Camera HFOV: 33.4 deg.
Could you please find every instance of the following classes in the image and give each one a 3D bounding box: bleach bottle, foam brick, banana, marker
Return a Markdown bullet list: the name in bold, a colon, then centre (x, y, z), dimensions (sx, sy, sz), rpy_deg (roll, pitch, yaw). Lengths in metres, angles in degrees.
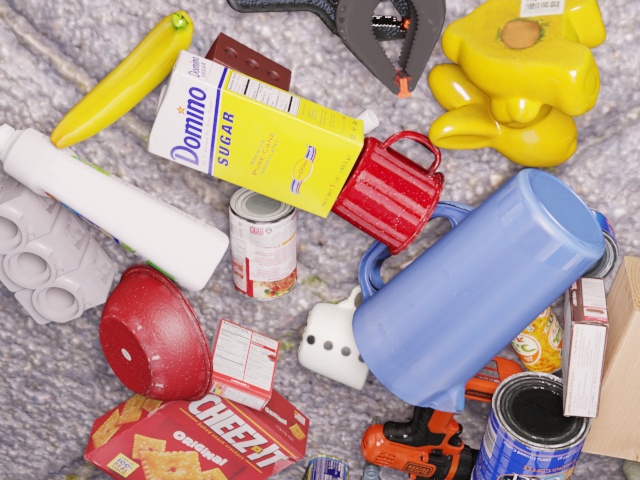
- **bleach bottle**: centre (-0.214, -0.040, 1.053), dimensions (0.250, 0.103, 0.068), rpy_deg (31, 86, -10)
- **foam brick**: centre (-0.073, -0.143, 0.974), dimensions (0.078, 0.053, 0.051), rpy_deg (27, 126, -16)
- **banana**: centre (-0.173, -0.151, 0.971), dimensions (0.198, 0.069, 0.037), rpy_deg (-39, 80, 32)
- **marker**: centre (0.005, -0.086, 1.031), dimensions (0.121, 0.020, 0.020), rpy_deg (-33, 118, 27)

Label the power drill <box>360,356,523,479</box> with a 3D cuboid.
- **power drill**: centre (0.160, 0.210, 1.221), dimensions (0.184, 0.057, 0.188), rpy_deg (15, 127, -16)

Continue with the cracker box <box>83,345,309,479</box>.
- **cracker box**: centre (-0.146, 0.236, 1.265), dimensions (0.214, 0.072, 0.164), rpy_deg (-33, 119, 26)

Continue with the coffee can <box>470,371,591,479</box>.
- **coffee can**: centre (0.221, 0.223, 1.134), dimensions (0.103, 0.102, 0.140), rpy_deg (6, 132, 1)

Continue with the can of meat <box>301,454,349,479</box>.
- **can of meat**: centre (0.000, 0.326, 1.313), dimensions (0.057, 0.084, 0.102), rpy_deg (15, 128, -6)

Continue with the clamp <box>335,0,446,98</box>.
- **clamp**: centre (0.044, -0.217, 0.875), dimensions (0.164, 0.036, 0.210), rpy_deg (-7, 119, -9)

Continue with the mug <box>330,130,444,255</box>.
- **mug**: centre (0.065, -0.054, 1.008), dimensions (0.081, 0.093, 0.117), rpy_deg (31, 120, -12)

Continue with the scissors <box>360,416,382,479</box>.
- **scissors**: centre (0.080, 0.294, 1.323), dimensions (0.096, 0.016, 0.202), rpy_deg (15, 128, -8)

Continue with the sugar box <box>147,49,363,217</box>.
- **sugar box**: centre (-0.058, -0.092, 0.949), dimensions (0.176, 0.048, 0.093), rpy_deg (18, 128, -10)

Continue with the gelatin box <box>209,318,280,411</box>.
- **gelatin box**: centre (-0.087, 0.136, 1.170), dimensions (0.073, 0.089, 0.030), rpy_deg (22, 128, -11)

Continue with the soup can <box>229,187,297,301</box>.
- **soup can**: centre (-0.057, 0.001, 1.075), dimensions (0.068, 0.068, 0.102), rpy_deg (3, 128, 3)

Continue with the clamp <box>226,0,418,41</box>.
- **clamp**: centre (0.016, -0.227, 0.908), dimensions (0.171, 0.039, 0.120), rpy_deg (15, 127, -15)

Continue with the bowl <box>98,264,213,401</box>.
- **bowl**: centre (-0.184, 0.109, 1.124), dimensions (0.162, 0.055, 0.162), rpy_deg (27, 131, 36)

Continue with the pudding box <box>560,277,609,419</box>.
- **pudding box**: centre (0.261, 0.105, 1.056), dimensions (0.039, 0.090, 0.113), rpy_deg (1, 118, 10)

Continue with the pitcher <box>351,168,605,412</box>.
- **pitcher**: centre (0.146, 0.036, 1.031), dimensions (0.149, 0.145, 0.243), rpy_deg (34, 122, -16)
